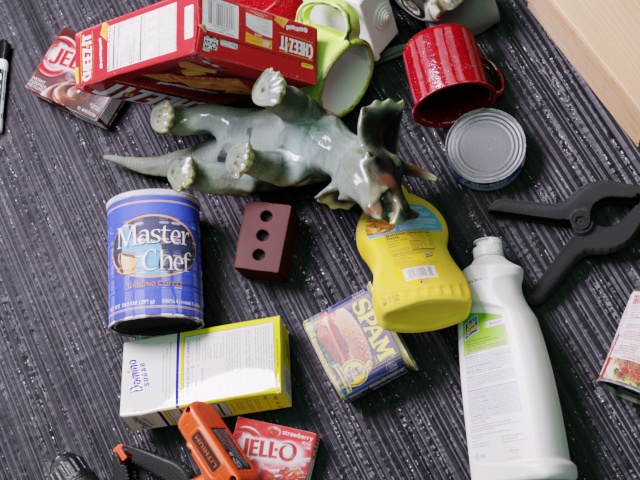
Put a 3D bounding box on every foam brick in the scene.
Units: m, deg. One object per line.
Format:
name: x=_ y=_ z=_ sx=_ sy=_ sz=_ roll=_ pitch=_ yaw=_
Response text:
foam brick: x=-0.058 y=0.001 z=1.164 sx=0.053 sy=0.051 sz=0.078 roll=6 pitch=75 yaw=13

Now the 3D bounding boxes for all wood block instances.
wood block: x=0.316 y=-0.215 z=1.133 sx=0.091 sy=0.090 sz=0.206 roll=-33 pitch=71 yaw=0

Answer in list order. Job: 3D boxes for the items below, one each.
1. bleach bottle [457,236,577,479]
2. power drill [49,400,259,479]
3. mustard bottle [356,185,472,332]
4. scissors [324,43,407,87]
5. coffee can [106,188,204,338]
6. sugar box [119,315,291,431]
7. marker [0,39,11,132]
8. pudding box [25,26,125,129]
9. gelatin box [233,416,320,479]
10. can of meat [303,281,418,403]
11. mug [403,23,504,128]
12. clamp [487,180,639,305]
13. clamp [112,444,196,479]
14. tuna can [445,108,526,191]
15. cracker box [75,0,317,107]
bleach bottle: x=0.187 y=0.117 z=1.065 sx=0.103 sy=0.068 sz=0.251 roll=-18 pitch=67 yaw=37
power drill: x=-0.168 y=0.247 z=1.069 sx=0.188 sy=0.057 sz=0.184 roll=-42 pitch=71 yaw=10
mustard bottle: x=0.088 y=0.006 z=1.110 sx=0.096 sy=0.058 sz=0.191 roll=-8 pitch=48 yaw=-6
scissors: x=0.016 y=-0.175 z=1.221 sx=0.202 sy=0.016 sz=0.096 roll=-3 pitch=75 yaw=10
coffee can: x=-0.179 y=0.027 z=1.154 sx=0.103 sy=0.102 sz=0.140 roll=-7 pitch=73 yaw=9
sugar box: x=-0.121 y=0.141 z=1.130 sx=0.176 sy=0.048 sz=0.093 roll=-11 pitch=53 yaw=11
marker: x=-0.393 y=-0.190 z=1.306 sx=0.020 sy=0.020 sz=0.121 roll=-2 pitch=74 yaw=11
pudding box: x=-0.281 y=-0.193 z=1.273 sx=0.114 sy=0.039 sz=0.090 roll=26 pitch=80 yaw=17
gelatin box: x=-0.052 y=0.228 z=1.108 sx=0.089 sy=0.030 sz=0.073 roll=11 pitch=76 yaw=14
can of meat: x=0.041 y=0.108 z=1.111 sx=0.084 sy=0.057 sz=0.102 roll=-29 pitch=70 yaw=5
mug: x=0.148 y=-0.181 z=1.165 sx=0.117 sy=0.093 sz=0.081 roll=-2 pitch=65 yaw=-22
clamp: x=0.269 y=-0.004 z=1.109 sx=0.171 sy=0.039 sz=0.120 roll=-15 pitch=78 yaw=14
clamp: x=-0.140 y=0.290 z=1.103 sx=0.164 sy=0.036 sz=0.210 roll=-34 pitch=70 yaw=1
tuna can: x=0.179 y=-0.097 z=1.155 sx=0.086 sy=0.033 sz=0.086 roll=-3 pitch=73 yaw=10
cracker box: x=-0.134 y=-0.191 z=1.129 sx=0.214 sy=0.163 sz=0.072 roll=-6 pitch=81 yaw=45
